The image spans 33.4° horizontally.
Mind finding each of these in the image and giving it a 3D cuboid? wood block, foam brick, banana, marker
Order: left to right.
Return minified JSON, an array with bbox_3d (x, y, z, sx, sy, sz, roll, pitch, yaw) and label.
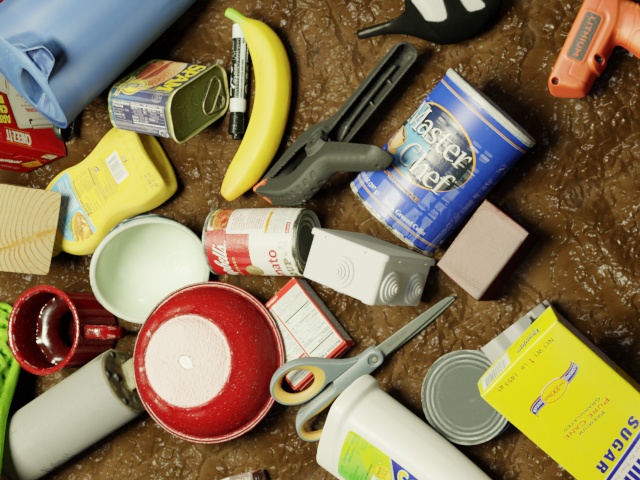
[{"bbox_3d":[-0.379,-0.023,1.158,0.207,0.090,0.090,10,91,45],"label":"wood block"},{"bbox_3d":[-0.085,-0.165,1.113,0.020,0.020,0.121,1,86,24],"label":"marker"},{"bbox_3d":[-0.064,-0.138,1.089,0.070,0.037,0.198,1,87,13],"label":"banana"},{"bbox_3d":[0.154,0.010,0.975,0.051,0.053,0.078,40,101,21],"label":"foam brick"}]

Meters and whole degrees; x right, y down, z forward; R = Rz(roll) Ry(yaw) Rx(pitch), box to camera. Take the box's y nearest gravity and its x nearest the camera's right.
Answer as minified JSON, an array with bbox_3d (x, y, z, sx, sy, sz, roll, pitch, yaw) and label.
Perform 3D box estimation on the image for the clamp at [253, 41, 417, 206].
[{"bbox_3d":[0.009,-0.083,1.011,0.210,0.036,0.164,-37,27,34],"label":"clamp"}]

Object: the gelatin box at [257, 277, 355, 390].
[{"bbox_3d":[-0.021,0.093,1.058,0.073,0.030,0.089,-44,71,13],"label":"gelatin box"}]

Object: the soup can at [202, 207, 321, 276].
[{"bbox_3d":[-0.057,0.001,1.061,0.102,0.068,0.068,1,86,24],"label":"soup can"}]

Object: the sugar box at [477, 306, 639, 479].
[{"bbox_3d":[0.227,0.148,0.895,0.176,0.048,0.093,41,104,-5],"label":"sugar box"}]

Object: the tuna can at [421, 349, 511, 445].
[{"bbox_3d":[0.138,0.143,0.981,0.086,0.033,0.086,-2,85,24],"label":"tuna can"}]

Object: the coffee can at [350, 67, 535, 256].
[{"bbox_3d":[0.111,-0.071,0.972,0.103,0.102,0.140,46,104,20],"label":"coffee can"}]

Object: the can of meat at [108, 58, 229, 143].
[{"bbox_3d":[-0.157,-0.147,1.101,0.084,0.102,0.057,12,125,27],"label":"can of meat"}]

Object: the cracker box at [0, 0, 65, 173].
[{"bbox_3d":[-0.378,-0.190,1.167,0.072,0.164,0.214,-21,77,23],"label":"cracker box"}]

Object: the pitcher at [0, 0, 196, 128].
[{"bbox_3d":[-0.223,-0.238,1.088,0.149,0.145,0.242,36,71,27],"label":"pitcher"}]

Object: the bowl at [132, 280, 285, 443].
[{"bbox_3d":[-0.119,0.118,1.039,0.162,0.055,0.162,-2,83,15],"label":"bowl"}]

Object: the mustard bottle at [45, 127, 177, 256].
[{"bbox_3d":[-0.248,-0.040,1.155,0.192,0.058,0.096,-36,71,17],"label":"mustard bottle"}]

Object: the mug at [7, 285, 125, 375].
[{"bbox_3d":[-0.261,0.095,1.137,0.117,0.081,0.093,-3,85,24],"label":"mug"}]

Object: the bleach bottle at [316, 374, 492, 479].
[{"bbox_3d":[0.116,0.230,0.957,0.251,0.068,0.103,33,132,21],"label":"bleach bottle"}]

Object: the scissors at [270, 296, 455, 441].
[{"bbox_3d":[0.031,0.107,1.018,0.096,0.016,0.202,33,104,-17],"label":"scissors"}]
